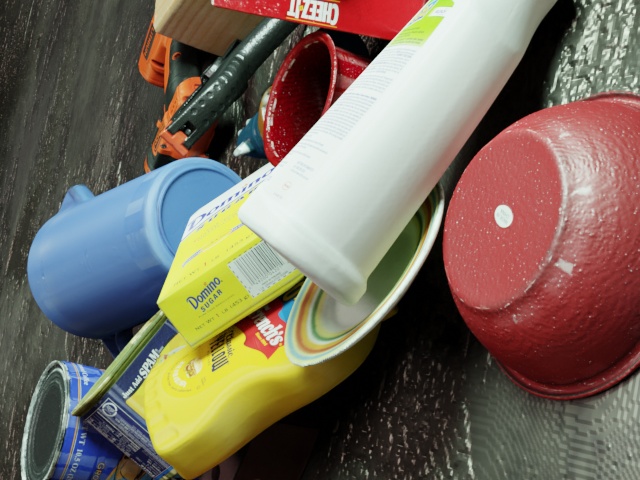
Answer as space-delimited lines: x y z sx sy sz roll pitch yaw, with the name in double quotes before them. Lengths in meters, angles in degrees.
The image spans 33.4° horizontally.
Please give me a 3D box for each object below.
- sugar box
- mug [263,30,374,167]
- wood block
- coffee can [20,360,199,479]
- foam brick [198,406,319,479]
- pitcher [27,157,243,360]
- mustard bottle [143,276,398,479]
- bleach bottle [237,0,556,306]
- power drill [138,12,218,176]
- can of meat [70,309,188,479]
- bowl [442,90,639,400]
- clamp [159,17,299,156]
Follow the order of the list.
"sugar box" -0.055 0.001 0.745 0.093 0.048 0.176 -33 18 10
"mug" 0.015 -0.071 0.712 0.093 0.081 0.117 33 106 61
"wood block" -0.064 -0.263 0.945 0.206 0.090 0.091 -40 42 48
"coffee can" -0.151 0.157 0.841 0.103 0.140 0.103 -37 46 50
"foam brick" -0.044 0.147 0.745 0.053 0.051 0.078 44 115 59
"pitcher" -0.153 0.018 0.946 0.243 0.149 0.145 -19 40 54
"mustard bottle" -0.023 0.069 0.685 0.192 0.058 0.096 -34 28 10
"bleach bottle" 0.061 -0.086 0.589 0.251 0.068 0.103 -51 22 -2
"power drill" -0.146 -0.130 1.063 0.185 0.057 0.187 123 147 -42
"can of meat" -0.117 0.114 0.782 0.058 0.084 0.102 -41 10 46
"bowl" 0.110 -0.004 0.534 0.162 0.055 0.162 -36 47 50
"clamp" -0.083 -0.137 0.916 0.171 0.039 0.120 -50 9 -23
